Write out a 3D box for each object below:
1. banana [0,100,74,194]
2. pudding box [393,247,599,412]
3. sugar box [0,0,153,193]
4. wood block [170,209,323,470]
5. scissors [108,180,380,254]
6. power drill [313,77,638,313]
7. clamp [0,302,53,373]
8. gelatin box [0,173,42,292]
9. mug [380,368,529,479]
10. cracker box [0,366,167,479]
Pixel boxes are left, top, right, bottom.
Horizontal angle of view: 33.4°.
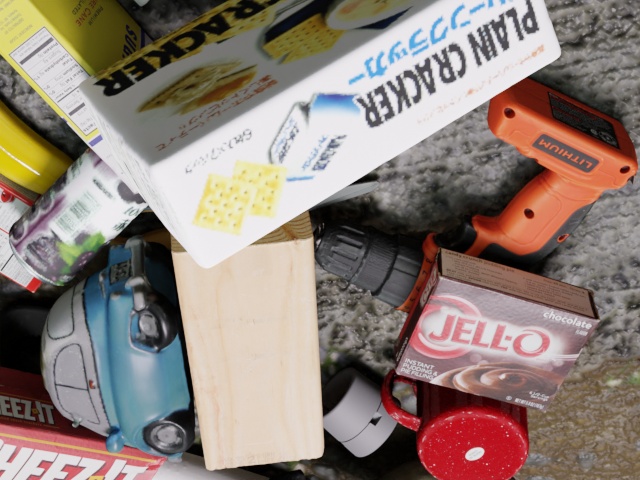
[{"bbox_3d":[-0.224,-0.097,0.711,0.070,0.037,0.197,-16,121,16],"label":"banana"},{"bbox_3d":[0.116,0.061,0.716,0.113,0.039,0.090,14,127,-7],"label":"pudding box"},{"bbox_3d":[-0.149,-0.122,0.654,0.048,0.093,0.176,-33,115,24],"label":"sugar box"},{"bbox_3d":[-0.049,0.056,0.744,0.090,0.091,0.206,-6,129,-4],"label":"wood block"},{"bbox_3d":[-0.055,0.001,0.772,0.202,0.016,0.096,-3,127,5],"label":"scissors"},{"bbox_3d":[0.106,-0.019,0.718,0.184,0.057,0.188,21,126,-13],"label":"power drill"},{"bbox_3d":[-0.247,0.118,0.830,0.210,0.036,0.164,-19,89,12],"label":"clamp"},{"bbox_3d":[-0.224,-0.014,0.772,0.089,0.030,0.073,34,122,-16],"label":"gelatin box"},{"bbox_3d":[0.102,0.127,0.799,0.117,0.081,0.093,17,124,-6],"label":"mug"},{"bbox_3d":[-0.237,0.201,0.796,0.163,0.072,0.214,19,116,-38],"label":"cracker box"}]
